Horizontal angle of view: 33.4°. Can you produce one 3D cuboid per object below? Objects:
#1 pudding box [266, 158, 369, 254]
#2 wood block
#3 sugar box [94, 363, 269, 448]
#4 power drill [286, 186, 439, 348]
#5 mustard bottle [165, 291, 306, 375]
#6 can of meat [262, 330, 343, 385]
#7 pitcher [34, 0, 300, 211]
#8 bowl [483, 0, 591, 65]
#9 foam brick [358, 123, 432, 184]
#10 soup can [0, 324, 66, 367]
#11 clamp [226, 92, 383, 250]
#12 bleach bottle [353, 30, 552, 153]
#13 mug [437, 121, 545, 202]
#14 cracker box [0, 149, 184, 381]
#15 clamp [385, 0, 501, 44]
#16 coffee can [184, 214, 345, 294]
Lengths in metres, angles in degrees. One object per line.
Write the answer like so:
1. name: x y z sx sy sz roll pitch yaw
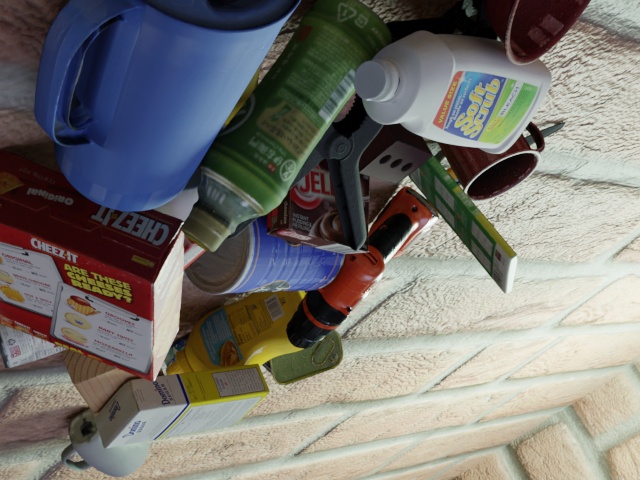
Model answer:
1. pudding box: -0.001 -0.040 1.035 0.039 0.090 0.113 -10 162 41
2. wood block: -0.230 0.139 1.202 0.090 0.091 0.206 -22 157 -10
3. sugar box: -0.155 0.184 1.201 0.175 0.048 0.093 1 145 -40
4. power drill: 0.047 0.032 1.208 0.187 0.057 0.185 -47 179 -43
5. mustard bottle: -0.100 0.119 1.288 0.191 0.096 0.058 -28 146 4
6. can of meat: -0.034 0.140 1.409 0.102 0.057 0.084 -17 -160 -20
7. pitcher: -0.118 -0.118 0.723 0.149 0.145 0.243 9 148 -19
8. bowl: 0.179 -0.225 0.861 0.162 0.055 0.162 -42 155 -25
9. foam brick: 0.064 -0.096 1.061 0.053 0.051 0.078 -38 155 25
10. soup can: -0.272 0.079 1.059 0.102 0.068 0.068 -18 156 -19
11. clamp: 0.014 -0.082 0.941 0.164 0.036 0.210 14 108 -44
12. bleach bottle: 0.102 -0.121 0.883 0.250 0.068 0.103 -9 138 -55
13. mug: 0.184 -0.103 1.134 0.117 0.081 0.093 -18 156 -19
14. cracker box: -0.204 0.028 0.914 0.164 0.072 0.214 21 150 3
15. clamp: 0.118 -0.186 0.937 0.120 0.039 0.171 -33 155 5
16. coffee can: -0.057 0.001 1.074 0.140 0.103 0.103 1 145 -48
